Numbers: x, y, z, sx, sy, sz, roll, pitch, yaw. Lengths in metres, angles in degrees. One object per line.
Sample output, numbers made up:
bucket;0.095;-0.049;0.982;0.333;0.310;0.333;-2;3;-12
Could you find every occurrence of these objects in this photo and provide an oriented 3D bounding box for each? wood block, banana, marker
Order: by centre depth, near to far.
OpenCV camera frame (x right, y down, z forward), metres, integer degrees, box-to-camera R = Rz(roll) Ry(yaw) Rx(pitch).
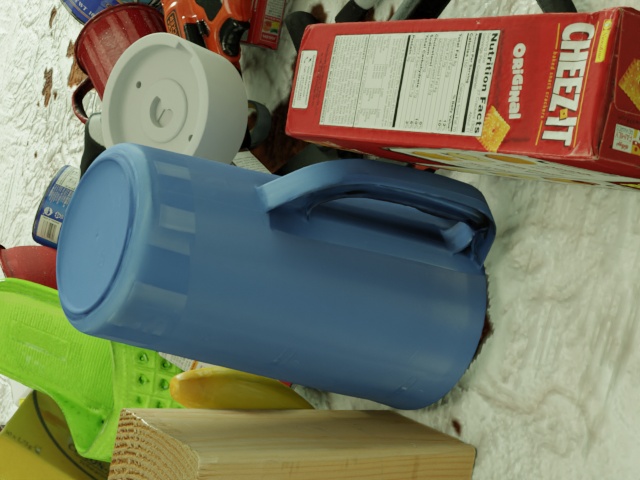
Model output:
wood block;-0.016;0.155;0.634;0.090;0.205;0.091;14;95;51
banana;-0.028;0.134;0.708;0.069;0.197;0.037;-45;41;-18
marker;0.048;-0.195;0.766;0.121;0.020;0.020;-49;49;34

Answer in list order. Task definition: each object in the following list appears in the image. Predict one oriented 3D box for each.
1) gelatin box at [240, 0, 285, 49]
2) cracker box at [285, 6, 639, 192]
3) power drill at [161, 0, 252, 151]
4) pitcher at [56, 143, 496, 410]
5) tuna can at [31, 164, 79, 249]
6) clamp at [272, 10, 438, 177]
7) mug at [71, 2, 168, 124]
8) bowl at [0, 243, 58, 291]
gelatin box;-0.064;-0.201;0.896;0.089;0.030;0.073;19;100;50
cracker box;0.111;-0.069;0.552;0.214;0.163;0.072;11;93;52
power drill;-0.057;-0.171;0.811;0.188;0.057;0.184;-36;64;46
pitcher;-0.021;0.015;0.637;0.145;0.242;0.149;14;90;55
tuna can;-0.251;-0.031;1.053;0.086;0.034;0.086;52;-119;-90
clamp;0.010;-0.070;0.776;0.210;0.036;0.165;35;112;52
mug;-0.176;-0.147;0.968;0.117;0.093;0.081;-34;58;7
bowl;-0.245;0.064;1.013;0.162;0.055;0.162;60;171;16
